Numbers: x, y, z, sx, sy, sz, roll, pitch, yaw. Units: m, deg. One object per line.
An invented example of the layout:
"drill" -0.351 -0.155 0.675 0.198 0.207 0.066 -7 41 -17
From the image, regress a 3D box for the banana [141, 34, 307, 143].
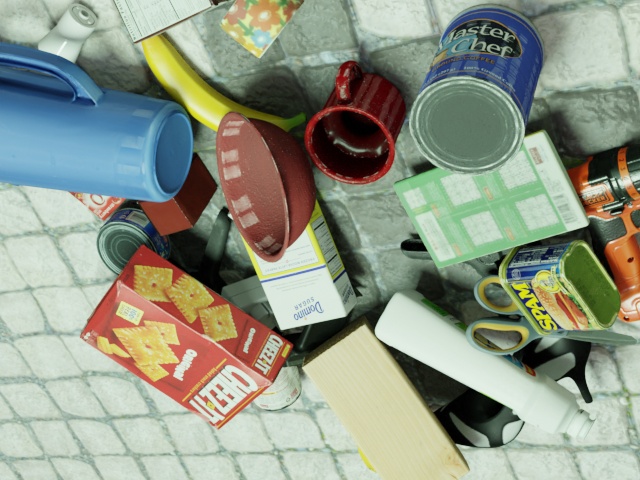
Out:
"banana" -0.113 -0.155 1.146 0.197 0.037 0.070 28 113 -4

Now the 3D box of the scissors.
"scissors" 0.247 0.078 1.160 0.201 0.096 0.016 -6 165 -19

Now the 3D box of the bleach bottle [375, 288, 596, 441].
"bleach bottle" 0.186 0.142 1.180 0.251 0.102 0.068 30 94 19

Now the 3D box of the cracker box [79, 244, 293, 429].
"cracker box" -0.165 0.121 1.270 0.213 0.072 0.164 35 140 -8

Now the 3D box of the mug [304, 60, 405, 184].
"mug" 0.037 -0.127 1.078 0.093 0.081 0.117 -2 127 22

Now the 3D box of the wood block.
"wood block" 0.075 0.200 1.247 0.091 0.090 0.206 -36 91 2

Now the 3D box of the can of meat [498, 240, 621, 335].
"can of meat" 0.248 0.049 1.097 0.084 0.057 0.102 -10 125 53

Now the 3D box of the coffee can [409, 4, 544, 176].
"coffee can" 0.147 -0.140 0.985 0.103 0.140 0.103 11 130 13

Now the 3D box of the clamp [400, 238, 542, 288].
"clamp" 0.182 -0.002 1.154 0.171 0.039 0.120 19 136 -1

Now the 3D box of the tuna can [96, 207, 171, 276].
"tuna can" -0.225 0.006 1.281 0.086 0.033 0.086 10 123 16

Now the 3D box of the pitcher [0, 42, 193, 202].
"pitcher" -0.268 -0.120 1.152 0.243 0.149 0.145 10 88 18

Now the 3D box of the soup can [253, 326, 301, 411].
"soup can" -0.067 0.159 1.360 0.069 0.068 0.102 -1 128 22

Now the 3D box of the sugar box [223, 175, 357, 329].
"sugar box" -0.033 0.009 1.212 0.093 0.048 0.176 -14 107 31

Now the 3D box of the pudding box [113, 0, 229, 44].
"pudding box" -0.157 -0.258 1.063 0.114 0.039 0.090 -16 107 33

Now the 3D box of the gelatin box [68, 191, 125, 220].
"gelatin box" -0.259 -0.074 1.268 0.073 0.030 0.089 41 130 -14

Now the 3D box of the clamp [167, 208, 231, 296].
"clamp" -0.148 0.051 1.323 0.165 0.036 0.210 -12 118 29

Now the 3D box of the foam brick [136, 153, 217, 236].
"foam brick" -0.163 -0.052 1.218 0.053 0.078 0.051 -14 122 32

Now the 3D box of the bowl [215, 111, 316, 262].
"bowl" -0.050 -0.061 1.105 0.162 0.055 0.162 45 145 45
